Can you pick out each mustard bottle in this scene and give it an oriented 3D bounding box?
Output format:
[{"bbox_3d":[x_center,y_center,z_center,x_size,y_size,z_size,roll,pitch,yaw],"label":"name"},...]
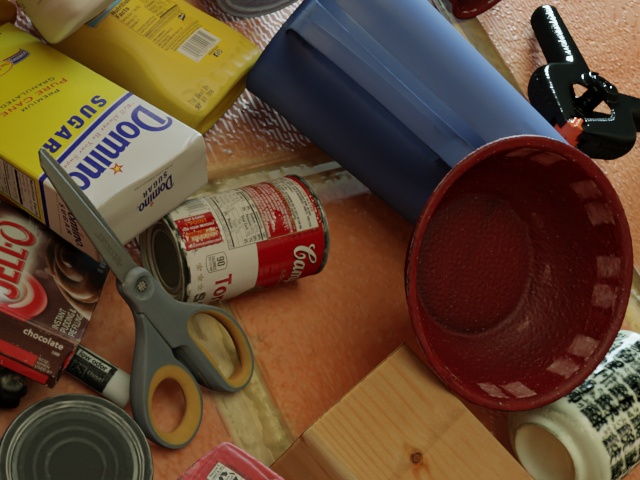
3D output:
[{"bbox_3d":[-0.140,-0.152,0.734,0.191,0.058,0.096,35,48,0],"label":"mustard bottle"}]

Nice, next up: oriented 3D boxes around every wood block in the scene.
[{"bbox_3d":[0.076,0.173,0.608,0.206,0.090,0.090,47,55,9],"label":"wood block"}]

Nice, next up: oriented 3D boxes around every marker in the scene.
[{"bbox_3d":[-0.160,0.058,0.621,0.121,0.020,0.020,33,53,-2],"label":"marker"}]

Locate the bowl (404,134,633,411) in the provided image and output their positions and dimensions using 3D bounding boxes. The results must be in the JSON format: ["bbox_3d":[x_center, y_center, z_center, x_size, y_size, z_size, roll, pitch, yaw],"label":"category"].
[{"bbox_3d":[0.108,0.018,0.639,0.161,0.055,0.162,-3,96,-27],"label":"bowl"}]

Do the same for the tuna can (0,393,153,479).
[{"bbox_3d":[-0.135,0.127,0.579,0.086,0.034,0.086,11,57,-17],"label":"tuna can"}]

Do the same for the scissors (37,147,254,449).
[{"bbox_3d":[-0.106,0.045,0.586,0.201,0.016,0.096,44,63,-42],"label":"scissors"}]

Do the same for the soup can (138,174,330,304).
[{"bbox_3d":[-0.054,0.001,0.671,0.102,0.069,0.068,-15,67,-29],"label":"soup can"}]

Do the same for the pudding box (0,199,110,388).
[{"bbox_3d":[-0.170,0.024,0.592,0.090,0.039,0.113,27,19,-12],"label":"pudding box"}]

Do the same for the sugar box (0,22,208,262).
[{"bbox_3d":[-0.162,-0.065,0.643,0.176,0.048,0.093,29,50,26],"label":"sugar box"}]

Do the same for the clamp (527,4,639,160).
[{"bbox_3d":[0.223,-0.108,0.849,0.164,0.036,0.209,35,34,-1],"label":"clamp"}]

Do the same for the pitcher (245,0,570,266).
[{"bbox_3d":[0.074,-0.077,0.734,0.243,0.145,0.149,42,52,2],"label":"pitcher"}]
